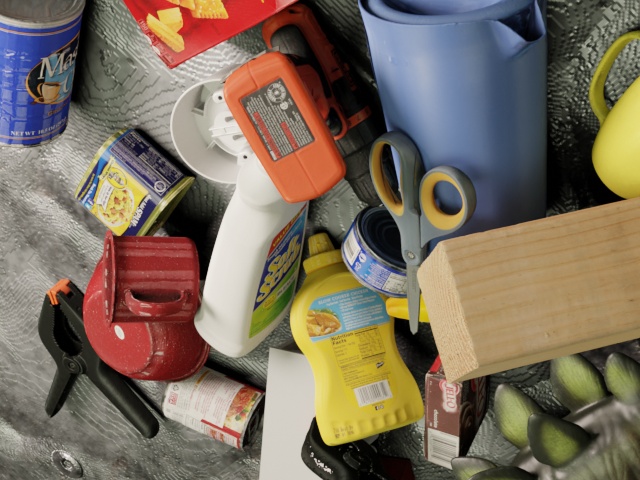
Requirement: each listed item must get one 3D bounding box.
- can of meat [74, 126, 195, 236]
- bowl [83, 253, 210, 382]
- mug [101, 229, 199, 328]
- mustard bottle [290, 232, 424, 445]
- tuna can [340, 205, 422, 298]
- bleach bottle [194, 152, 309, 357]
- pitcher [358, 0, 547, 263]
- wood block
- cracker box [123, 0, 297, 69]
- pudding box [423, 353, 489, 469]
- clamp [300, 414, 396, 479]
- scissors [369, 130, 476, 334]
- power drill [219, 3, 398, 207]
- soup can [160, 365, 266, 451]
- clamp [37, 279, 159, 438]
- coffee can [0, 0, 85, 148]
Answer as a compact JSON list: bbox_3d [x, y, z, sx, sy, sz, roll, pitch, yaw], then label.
[{"bbox_3d":[-0.185,-0.050,1.044,0.084,0.057,0.102,41,133,-1],"label":"can of meat"},{"bbox_3d":[-0.191,0.084,1.098,0.162,0.055,0.162,13,116,29],"label":"bowl"},{"bbox_3d":[-0.158,0.041,0.999,0.081,0.117,0.093,1,109,-18],"label":"mug"},{"bbox_3d":[0.024,0.085,0.985,0.058,0.096,0.191,133,122,-71],"label":"mustard bottle"},{"bbox_3d":[0.063,0.008,0.926,0.086,0.086,0.034,32,130,6],"label":"tuna can"},{"bbox_3d":[-0.056,0.001,0.943,0.068,0.102,0.251,37,148,16],"label":"bleach bottle"},{"bbox_3d":[0.105,-0.091,0.816,0.145,0.149,0.243,-3,125,12],"label":"pitcher"},{"bbox_3d":[0.185,0.031,0.759,0.091,0.206,0.090,109,148,-74],"label":"wood block"},{"bbox_3d":[-0.088,-0.238,0.813,0.214,0.072,0.164,-13,114,51],"label":"cracker box"},{"bbox_3d":[0.128,0.141,0.983,0.039,0.089,0.113,15,129,21],"label":"pudding box"},{"bbox_3d":[0.026,0.214,0.962,0.172,0.120,0.039,33,102,45],"label":"clamp"},{"bbox_3d":[0.085,0.007,0.808,0.096,0.016,0.201,16,136,40],"label":"scissors"},{"bbox_3d":[-0.002,-0.089,0.824,0.057,0.187,0.184,-29,100,17],"label":"power drill"},{"bbox_3d":[-0.113,0.178,1.160,0.102,0.068,0.068,21,130,16],"label":"soup can"},{"bbox_3d":[-0.286,0.141,1.250,0.165,0.036,0.210,-1,119,30],"label":"clamp"},{"bbox_3d":[-0.275,-0.171,0.976,0.103,0.102,0.140,28,132,9],"label":"coffee can"}]
